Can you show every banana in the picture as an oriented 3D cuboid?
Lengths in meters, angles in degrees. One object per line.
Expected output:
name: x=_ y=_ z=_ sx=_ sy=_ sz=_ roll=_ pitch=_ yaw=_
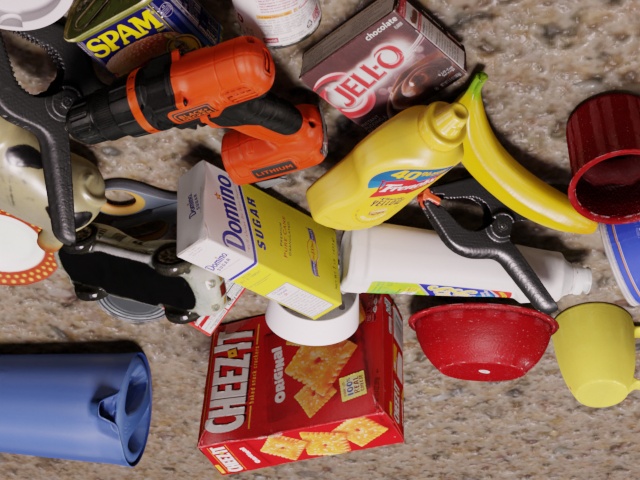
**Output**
banana: x=0.171 y=-0.065 z=0.962 sx=0.070 sy=0.037 sz=0.197 roll=-13 pitch=130 yaw=49

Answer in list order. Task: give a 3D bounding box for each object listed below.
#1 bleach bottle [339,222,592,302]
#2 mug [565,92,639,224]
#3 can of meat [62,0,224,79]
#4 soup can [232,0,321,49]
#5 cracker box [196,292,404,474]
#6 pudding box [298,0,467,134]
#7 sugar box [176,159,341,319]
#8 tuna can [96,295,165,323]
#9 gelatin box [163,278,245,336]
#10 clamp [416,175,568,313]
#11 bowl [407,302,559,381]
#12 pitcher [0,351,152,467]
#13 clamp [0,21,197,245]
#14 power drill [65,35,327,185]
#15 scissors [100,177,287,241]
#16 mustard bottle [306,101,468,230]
bleach bottle: x=0.148 y=0.026 z=1.062 sx=0.250 sy=0.068 sz=0.103 roll=5 pitch=167 yaw=-5
mug: x=0.260 y=-0.067 z=0.942 sx=0.093 sy=0.081 sz=0.117 roll=-1 pitch=140 yaw=5
can of meat: x=-0.142 y=-0.171 z=0.866 sx=0.102 sy=0.057 sz=0.083 roll=-21 pitch=137 yaw=27
soup can: x=-0.039 y=-0.205 z=0.809 sx=0.068 sy=0.068 sz=0.102 roll=-5 pitch=140 yaw=9
cracker box: x=-0.019 y=0.152 z=1.156 sx=0.214 sy=0.164 sz=0.072 roll=-13 pitch=136 yaw=18
pudding box: x=0.052 y=-0.148 z=0.893 sx=0.090 sy=0.039 sz=0.114 roll=33 pitch=132 yaw=-31
sugar box: x=-0.056 y=0.001 z=1.018 sx=0.048 sy=0.093 sz=0.176 roll=-31 pitch=138 yaw=32
tuna can: x=-0.198 y=0.051 z=1.149 sx=0.086 sy=0.033 sz=0.086 roll=2 pitch=140 yaw=2
gelatin box: x=-0.130 y=0.048 z=1.117 sx=0.089 sy=0.030 sz=0.073 roll=36 pitch=91 yaw=-34
clamp: x=0.170 y=-0.003 z=1.013 sx=0.171 sy=0.120 sz=0.039 roll=13 pitch=170 yaw=-5
bowl: x=0.174 y=0.115 z=1.145 sx=0.162 sy=0.055 sz=0.162 roll=4 pitch=160 yaw=1
pitcher: x=-0.326 y=0.196 z=1.271 sx=0.243 sy=0.145 sz=0.149 roll=2 pitch=128 yaw=7
clamp: x=-0.210 y=-0.122 z=0.909 sx=0.036 sy=0.164 sz=0.210 roll=20 pitch=145 yaw=57
power drill: x=-0.091 y=-0.098 z=0.889 sx=0.185 sy=0.057 sz=0.187 roll=-13 pitch=164 yaw=24
scissors: x=-0.140 y=-0.047 z=1.043 sx=0.202 sy=0.016 sz=0.096 roll=-24 pitch=133 yaw=28
mustard bottle: x=0.069 y=-0.069 z=0.930 sx=0.096 sy=0.058 sz=0.192 roll=-5 pitch=161 yaw=-30
